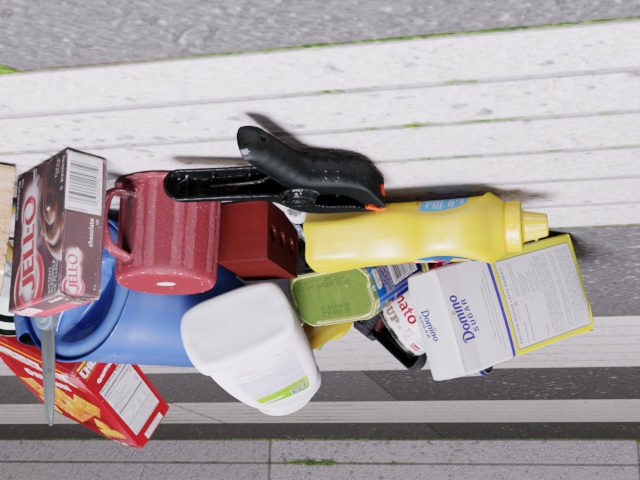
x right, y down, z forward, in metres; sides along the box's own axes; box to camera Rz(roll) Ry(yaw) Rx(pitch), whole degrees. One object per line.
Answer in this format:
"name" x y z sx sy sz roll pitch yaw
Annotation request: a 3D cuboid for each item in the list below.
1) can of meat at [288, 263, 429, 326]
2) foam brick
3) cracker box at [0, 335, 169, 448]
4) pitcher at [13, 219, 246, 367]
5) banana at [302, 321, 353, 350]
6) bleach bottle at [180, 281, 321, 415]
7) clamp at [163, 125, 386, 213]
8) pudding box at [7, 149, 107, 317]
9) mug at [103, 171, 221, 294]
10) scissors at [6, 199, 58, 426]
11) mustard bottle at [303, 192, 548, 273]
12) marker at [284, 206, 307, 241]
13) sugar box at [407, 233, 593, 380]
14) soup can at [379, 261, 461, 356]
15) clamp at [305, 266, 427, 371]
"can of meat" 0.033 0.035 0.970 0.102 0.057 0.083 -13 -168 42
"foam brick" -0.056 0.001 0.931 0.051 0.053 0.078 -4 165 18
"cracker box" -0.288 0.146 1.227 0.164 0.072 0.213 19 154 25
"pitcher" -0.162 0.064 1.027 0.149 0.145 0.242 22 -178 35
"banana" 0.009 0.104 1.255 0.037 0.069 0.197 31 179 10
"bleach bottle" -0.056 0.123 1.034 0.102 0.068 0.251 -21 155 -2
"clamp" -0.017 -0.048 0.780 0.171 0.039 0.120 2 170 -26
"pudding box" -0.202 -0.003 0.815 0.039 0.113 0.090 14 159 -38
"mug" -0.131 -0.006 0.857 0.093 0.081 0.117 -11 160 38
"scissors" -0.250 0.052 0.918 0.096 0.202 0.016 20 -165 20
"mustard bottle" 0.088 -0.007 0.870 0.192 0.058 0.096 -4 -179 13
"marker" -0.011 -0.011 0.945 0.020 0.020 0.121 -1 164 10
"sugar box" 0.160 0.056 0.935 0.175 0.093 0.048 -12 175 -35
"soup can" 0.114 0.055 1.008 0.102 0.068 0.068 -35 151 17
"clamp" 0.048 0.083 1.176 0.164 0.036 0.210 37 -178 6
